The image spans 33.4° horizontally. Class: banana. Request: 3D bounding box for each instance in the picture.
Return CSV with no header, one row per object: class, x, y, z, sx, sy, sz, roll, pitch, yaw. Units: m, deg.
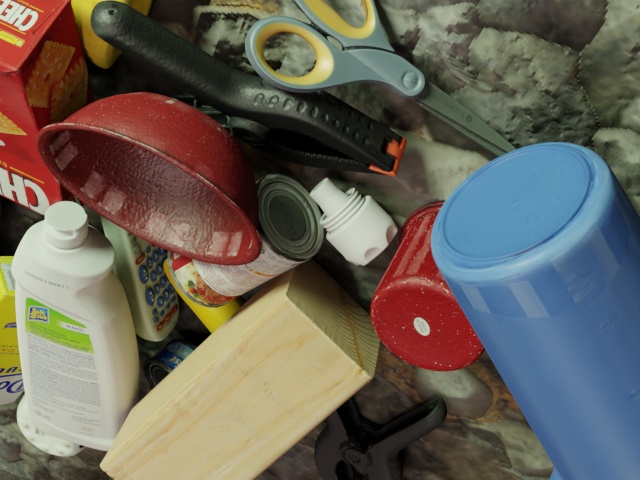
banana,-0.068,0.094,0.884,0.070,0.037,0.198,-3,124,29

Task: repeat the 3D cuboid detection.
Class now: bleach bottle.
bleach bottle,-0.186,0.068,0.836,0.102,0.068,0.251,15,138,3

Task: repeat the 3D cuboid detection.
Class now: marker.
marker,-0.123,-0.058,0.771,0.020,0.020,0.121,-14,141,35

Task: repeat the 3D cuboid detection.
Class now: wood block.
wood block,-0.059,0.118,0.810,0.090,0.090,0.206,44,110,-9

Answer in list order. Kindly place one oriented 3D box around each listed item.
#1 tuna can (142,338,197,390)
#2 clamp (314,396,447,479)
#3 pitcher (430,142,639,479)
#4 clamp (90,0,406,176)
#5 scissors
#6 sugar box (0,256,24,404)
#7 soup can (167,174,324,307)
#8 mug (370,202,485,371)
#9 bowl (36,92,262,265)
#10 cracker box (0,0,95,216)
tuna can,-0.111,0.126,0.917,0.086,0.033,0.086,35,150,24
clamp,0.027,0.161,0.889,0.120,0.039,0.172,33,132,15
pitcher,0.174,0.055,0.641,0.145,0.149,0.242,-5,134,41
clamp,-0.048,-0.088,0.688,0.210,0.036,0.164,16,166,7
scissors,0.035,-0.090,0.655,0.201,0.096,0.016,48,169,-12
sugar box,-0.274,0.083,0.926,0.176,0.093,0.048,-48,53,33
soup can,-0.055,0.001,0.780,0.102,0.068,0.068,-28,110,40
mug,0.091,0.029,0.715,0.093,0.081,0.117,43,133,-9
bowl,-0.101,-0.048,0.699,0.162,0.055,0.162,22,159,9
cracker box,-0.243,-0.111,0.740,0.164,0.072,0.214,25,155,8
